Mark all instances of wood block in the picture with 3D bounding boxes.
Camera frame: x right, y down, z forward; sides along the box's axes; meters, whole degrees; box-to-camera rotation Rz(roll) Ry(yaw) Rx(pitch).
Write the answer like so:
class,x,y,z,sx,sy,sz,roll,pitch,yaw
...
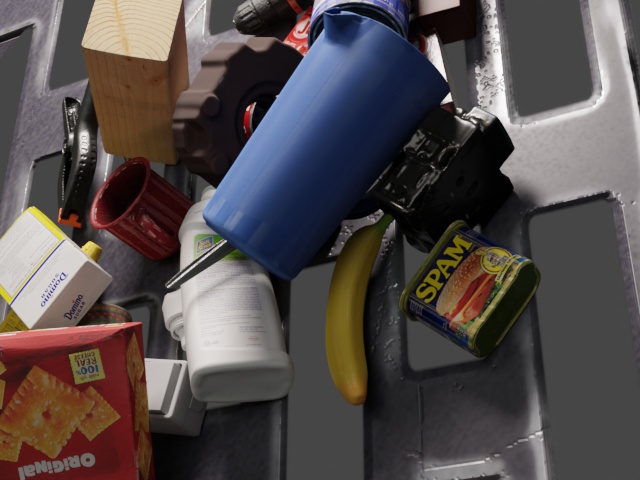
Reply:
class,x,y,z,sx,sy,sz,roll,pitch,yaw
wood block,-0.198,-0.179,1.179,0.090,0.206,0.091,10,64,1

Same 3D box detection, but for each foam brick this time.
class,x,y,z,sx,sy,sz,roll,pitch,yaw
foam brick,0.135,-0.258,1.147,0.053,0.051,0.078,-10,58,25

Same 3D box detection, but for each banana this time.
class,x,y,z,sx,sy,sz,roll,pitch,yaw
banana,0.031,0.064,1.010,0.070,0.037,0.197,-36,40,59

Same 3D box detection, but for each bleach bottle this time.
class,x,y,z,sx,sy,sz,roll,pitch,yaw
bleach bottle,-0.090,0.042,1.082,0.102,0.068,0.251,-2,49,-9

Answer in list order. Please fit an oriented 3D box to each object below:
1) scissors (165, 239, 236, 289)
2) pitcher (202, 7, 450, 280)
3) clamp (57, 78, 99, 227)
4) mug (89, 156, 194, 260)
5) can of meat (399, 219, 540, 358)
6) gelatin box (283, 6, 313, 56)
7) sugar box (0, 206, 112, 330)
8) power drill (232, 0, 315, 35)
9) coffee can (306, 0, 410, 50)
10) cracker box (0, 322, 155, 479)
class,x,y,z,sx,sy,sz,roll,pitch,yaw
scissors,-0.057,0.001,1.066,0.201,0.096,0.016,-51,16,-19
pitcher,0.007,-0.082,1.004,0.149,0.145,0.243,36,89,4
clamp,-0.284,-0.120,1.276,0.165,0.036,0.210,-40,44,52
mug,-0.185,-0.026,1.156,0.093,0.081,0.117,-50,35,1
can of meat,0.136,0.045,0.962,0.084,0.057,0.102,31,81,36
gelatin box,0.003,-0.223,1.214,0.089,0.030,0.073,27,77,37
sugar box,-0.295,0.035,1.135,0.093,0.048,0.176,-51,42,-5
power drill,-0.046,-0.312,1.198,0.184,0.187,0.057,-31,72,13
coffee can,0.044,-0.249,1.119,0.103,0.102,0.140,-14,44,22
cracker box,-0.243,0.189,0.995,0.164,0.072,0.214,-5,88,7
